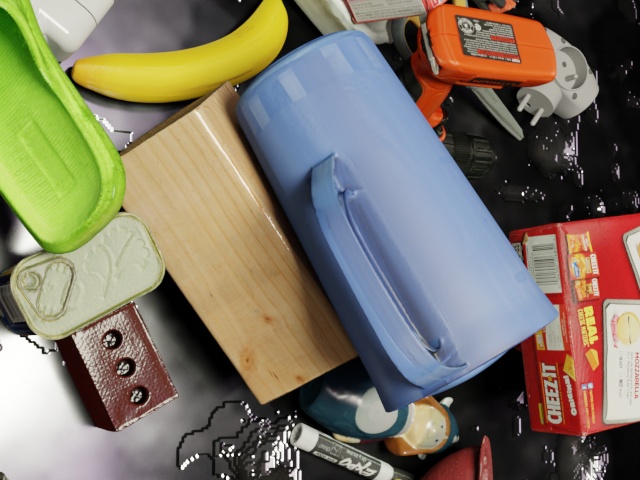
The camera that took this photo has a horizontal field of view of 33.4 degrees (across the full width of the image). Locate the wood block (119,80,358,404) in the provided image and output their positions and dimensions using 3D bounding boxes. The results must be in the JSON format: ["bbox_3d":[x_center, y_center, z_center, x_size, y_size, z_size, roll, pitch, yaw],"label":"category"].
[{"bbox_3d":[-0.055,0.001,0.777,0.206,0.090,0.090,57,20,-12],"label":"wood block"}]

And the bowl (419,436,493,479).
[{"bbox_3d":[0.106,0.236,0.849,0.055,0.162,0.162,-1,84,12],"label":"bowl"}]

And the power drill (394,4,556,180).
[{"bbox_3d":[0.099,-0.102,0.836,0.184,0.188,0.057,1,64,-28],"label":"power drill"}]

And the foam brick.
[{"bbox_3d":[-0.146,0.090,0.758,0.052,0.051,0.078,-29,99,-27],"label":"foam brick"}]

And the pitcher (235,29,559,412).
[{"bbox_3d":[0.041,-0.015,0.715,0.144,0.149,0.243,-28,84,-23],"label":"pitcher"}]

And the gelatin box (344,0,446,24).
[{"bbox_3d":[0.071,-0.196,0.810,0.073,0.089,0.030,-42,117,-27],"label":"gelatin box"}]

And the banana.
[{"bbox_3d":[-0.093,-0.143,0.822,0.197,0.037,0.070,-31,70,-30],"label":"banana"}]

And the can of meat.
[{"bbox_3d":[-0.170,0.026,0.733,0.102,0.084,0.057,-30,99,-28],"label":"can of meat"}]

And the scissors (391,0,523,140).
[{"bbox_3d":[0.131,-0.162,0.917,0.201,0.016,0.096,20,83,-45],"label":"scissors"}]

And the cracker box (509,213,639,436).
[{"bbox_3d":[0.262,0.059,0.877,0.213,0.072,0.164,-7,89,-30],"label":"cracker box"}]

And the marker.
[{"bbox_3d":[0.029,0.179,0.863,0.121,0.020,0.020,29,72,-23],"label":"marker"}]
